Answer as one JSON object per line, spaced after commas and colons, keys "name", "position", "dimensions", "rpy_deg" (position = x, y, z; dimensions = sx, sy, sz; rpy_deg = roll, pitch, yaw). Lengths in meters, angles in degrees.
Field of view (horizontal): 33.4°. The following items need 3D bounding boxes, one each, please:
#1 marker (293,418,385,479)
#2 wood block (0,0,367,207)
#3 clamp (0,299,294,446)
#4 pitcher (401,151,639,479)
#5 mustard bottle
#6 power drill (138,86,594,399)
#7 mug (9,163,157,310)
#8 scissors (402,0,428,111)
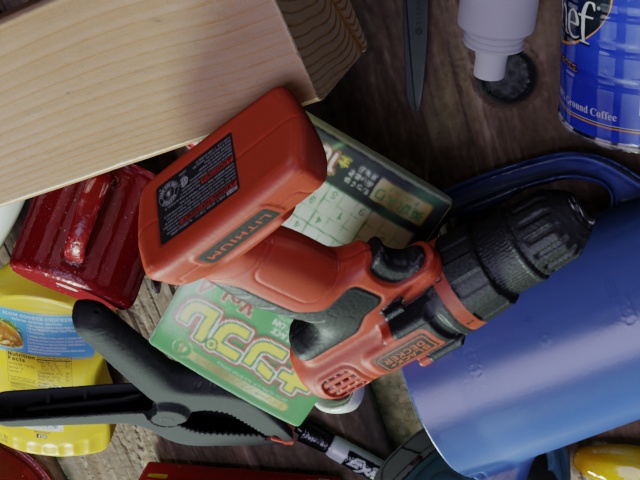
{"name": "marker", "position": [0.035, 0.166, 0.787], "dimensions": [0.121, 0.020, 0.020], "rpy_deg": [30, 123, -2]}
{"name": "wood block", "position": [-0.094, -0.095, 0.546], "dimensions": [0.206, 0.090, 0.091], "rpy_deg": [-16, 110, 25]}
{"name": "clamp", "position": [-0.115, 0.111, 0.740], "dimensions": [0.209, 0.036, 0.165], "rpy_deg": [24, 139, -33]}
{"name": "pitcher", "position": [0.169, 0.032, 0.617], "dimensions": [0.243, 0.145, 0.149], "rpy_deg": [-23, 124, 22]}
{"name": "mustard bottle", "position": [-0.196, 0.067, 0.769], "dimensions": [0.096, 0.058, 0.192], "rpy_deg": [8, 122, 3]}
{"name": "power drill", "position": [0.020, 0.003, 0.523], "dimensions": [0.185, 0.057, 0.187], "rpy_deg": [-35, 135, 23]}
{"name": "mug", "position": [-0.142, -0.008, 0.664], "dimensions": [0.093, 0.081, 0.117], "rpy_deg": [20, 167, -9]}
{"name": "scissors", "position": [0.035, -0.174, 0.590], "dimensions": [0.096, 0.016, 0.202], "rpy_deg": [19, 123, 6]}
